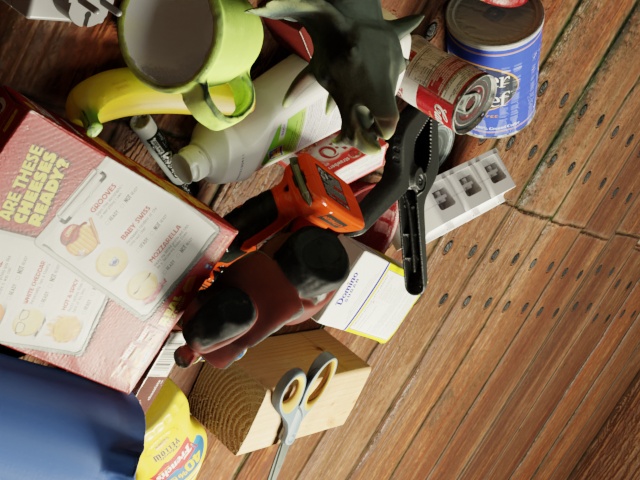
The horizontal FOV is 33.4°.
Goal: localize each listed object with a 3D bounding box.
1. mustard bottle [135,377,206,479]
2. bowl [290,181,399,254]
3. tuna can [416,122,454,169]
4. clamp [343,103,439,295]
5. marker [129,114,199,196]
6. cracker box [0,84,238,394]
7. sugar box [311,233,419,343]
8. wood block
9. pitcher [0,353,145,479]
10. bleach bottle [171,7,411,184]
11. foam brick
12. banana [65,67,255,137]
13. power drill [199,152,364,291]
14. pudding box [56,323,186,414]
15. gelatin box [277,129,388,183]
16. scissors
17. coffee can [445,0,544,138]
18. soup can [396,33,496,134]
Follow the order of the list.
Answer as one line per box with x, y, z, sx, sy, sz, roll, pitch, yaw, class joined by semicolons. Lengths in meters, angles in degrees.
-0.171;0.223;1.147;0.096;0.058;0.191;-41;149;-17;mustard bottle
0.016;-0.007;1.171;0.161;0.055;0.162;-36;146;-29;bowl
0.115;-0.107;1.228;0.086;0.034;0.086;-36;146;-29;tuna can
0.085;-0.063;1.122;0.164;0.036;0.210;31;66;-54;clamp
-0.133;-0.070;0.925;0.020;0.020;0.121;-47;150;-11;marker
-0.192;0.005;0.816;0.213;0.072;0.164;32;93;-42;cracker box
0.047;0.056;1.181;0.093;0.048;0.176;-56;148;4;sugar box
-0.045;0.170;1.239;0.205;0.091;0.090;-2;123;-54;wood block
-0.270;0.145;0.820;0.149;0.145;0.242;-45;134;17;pitcher
-0.028;-0.123;0.964;0.250;0.068;0.103;-33;152;-33;bleach bottle
-0.005;-0.203;0.933;0.078;0.053;0.051;-46;150;-11;foam brick
-0.133;-0.109;0.835;0.197;0.070;0.037;-22;149;-53;banana
-0.057;0.001;1.001;0.188;0.057;0.184;-29;156;15;power drill
-0.182;0.106;0.973;0.113;0.090;0.039;-58;153;6;pudding box
0.011;-0.088;1.058;0.089;0.073;0.030;-30;143;-36;gelatin box
-0.043;0.208;1.170;0.096;0.016;0.202;9;113;-56;scissors
0.188;-0.196;1.167;0.102;0.103;0.140;-40;149;-22;coffee can
0.122;-0.164;1.106;0.068;0.102;0.068;-36;146;-29;soup can
